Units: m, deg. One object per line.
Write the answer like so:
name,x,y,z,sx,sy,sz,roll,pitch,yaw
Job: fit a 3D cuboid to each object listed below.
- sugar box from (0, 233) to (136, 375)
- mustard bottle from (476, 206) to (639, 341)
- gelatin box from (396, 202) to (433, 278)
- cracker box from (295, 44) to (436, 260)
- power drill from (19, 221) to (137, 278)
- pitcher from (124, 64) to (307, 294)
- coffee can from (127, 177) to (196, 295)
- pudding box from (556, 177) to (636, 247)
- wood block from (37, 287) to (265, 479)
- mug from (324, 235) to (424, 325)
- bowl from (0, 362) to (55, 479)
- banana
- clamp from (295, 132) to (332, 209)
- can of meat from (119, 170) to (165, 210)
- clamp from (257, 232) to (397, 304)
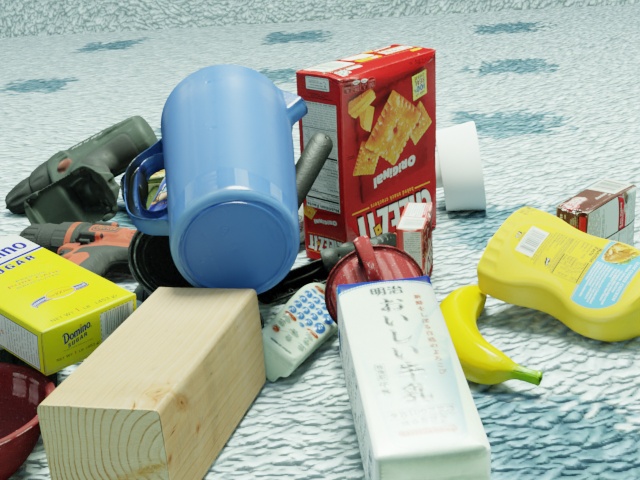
sugar box,-0.242,0.047,0.888,0.176,0.048,0.093,23,32,36
mustard bottle,0.243,0.039,0.953,0.192,0.058,0.096,24,56,31
gelatin box,0.098,0.008,1.087,0.030,0.073,0.089,1,19,12
cracker box,0.057,-0.095,1.177,0.072,0.214,0.163,16,28,41
power drill,-0.282,0.026,1.140,0.185,0.057,0.187,3,21,21
pitcher,-0.092,-0.051,0.974,0.144,0.149,0.243,21,27,-18
coffee can,-0.135,-0.010,1.116,0.103,0.103,0.140,-2,26,6
pudding box,0.273,-0.004,1.057,0.039,0.090,0.113,15,26,39
wood block,-0.117,0.115,0.806,0.091,0.090,0.206,1,21,15
mug,0.052,0.051,0.918,0.093,0.117,0.081,-16,25,-2
bowl,-0.275,0.149,0.795,0.162,0.055,0.162,-4,19,1
banana,0.132,0.082,0.933,0.069,0.037,0.198,12,19,-10
clamp,-0.057,0.001,1.074,0.036,0.165,0.209,31,44,-9
can of meat,-0.204,-0.065,1.386,0.102,0.057,0.084,-12,19,-21
clamp,0.016,0.026,1.085,0.120,0.039,0.171,-19,-5,37
